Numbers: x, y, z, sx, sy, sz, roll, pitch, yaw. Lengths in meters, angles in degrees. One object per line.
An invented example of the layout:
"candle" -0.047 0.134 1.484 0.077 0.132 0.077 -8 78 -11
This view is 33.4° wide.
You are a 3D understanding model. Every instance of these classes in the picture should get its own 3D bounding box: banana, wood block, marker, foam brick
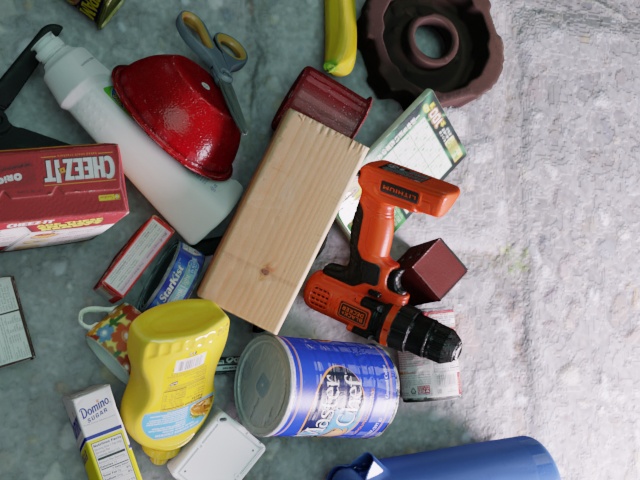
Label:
"banana" 0.022 -0.259 1.205 0.037 0.069 0.198 -2 66 3
"wood block" -0.041 -0.020 1.085 0.090 0.090 0.206 27 90 -6
"marker" -0.085 0.133 1.142 0.121 0.020 0.020 -1 83 -20
"foam brick" 0.118 0.036 1.196 0.051 0.078 0.053 48 68 -8

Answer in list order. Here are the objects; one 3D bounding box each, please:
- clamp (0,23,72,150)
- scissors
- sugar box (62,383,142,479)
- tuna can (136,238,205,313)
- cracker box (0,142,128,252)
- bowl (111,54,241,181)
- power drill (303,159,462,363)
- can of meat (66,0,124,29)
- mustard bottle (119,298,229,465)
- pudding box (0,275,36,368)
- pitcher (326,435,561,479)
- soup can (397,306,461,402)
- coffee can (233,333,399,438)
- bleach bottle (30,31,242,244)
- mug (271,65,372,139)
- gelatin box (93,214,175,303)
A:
"clamp" -0.320 -0.111 1.080 0.209 0.036 0.164 -29 93 -24
"scissors" -0.091 -0.171 1.120 0.096 0.016 0.202 8 41 -48
"sugar box" -0.204 0.230 1.048 0.048 0.093 0.176 -22 90 -21
"tuna can" -0.153 0.043 1.094 0.033 0.086 0.086 31 74 -15
"cracker box" -0.279 -0.035 0.990 0.164 0.214 0.072 -7 85 -20
"bowl" -0.133 -0.137 1.084 0.162 0.162 0.055 44 107 -10
"power drill" 0.083 0.022 1.120 0.185 0.057 0.188 22 109 18
"can of meat" -0.240 -0.275 1.096 0.084 0.102 0.057 37 73 -10
"mustard bottle" -0.148 0.149 1.051 0.096 0.058 0.192 -16 133 -36
"pudding box" -0.346 0.089 1.045 0.113 0.039 0.090 -15 89 -19
"pitcher" 0.135 0.294 1.150 0.242 0.149 0.145 -7 64 -23
"soup can" 0.120 0.126 1.190 0.068 0.069 0.102 -3 85 -20
"coffee can" -0.004 0.153 1.104 0.140 0.103 0.103 9 80 -36
"bleach bottle" -0.191 -0.112 1.087 0.068 0.102 0.250 -41 101 17
"mug" -0.006 -0.128 1.166 0.081 0.093 0.117 30 67 -9
"gelatin box" -0.192 0.019 1.089 0.030 0.073 0.089 38 73 -11
